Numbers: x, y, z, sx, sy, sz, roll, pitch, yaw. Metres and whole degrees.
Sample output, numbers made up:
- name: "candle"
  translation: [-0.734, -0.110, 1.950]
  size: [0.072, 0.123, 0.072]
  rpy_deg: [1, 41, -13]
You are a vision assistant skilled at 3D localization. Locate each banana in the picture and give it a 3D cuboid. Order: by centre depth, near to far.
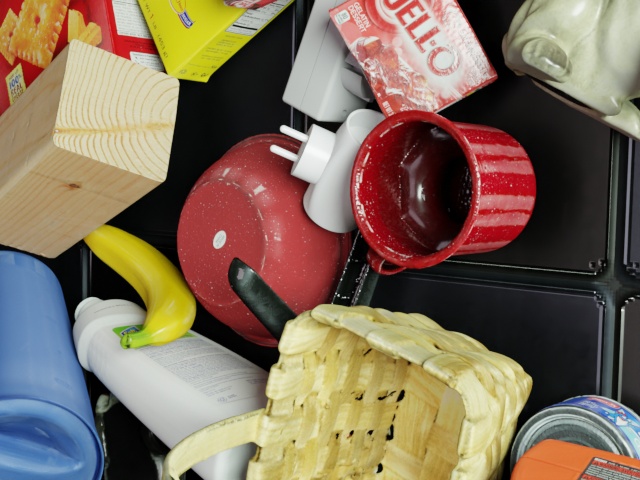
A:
- name: "banana"
  translation: [-0.139, 0.032, 0.843]
  size: [0.037, 0.069, 0.198]
  rpy_deg: [-64, 29, 13]

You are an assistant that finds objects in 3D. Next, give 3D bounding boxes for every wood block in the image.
- name: "wood block"
  translation: [-0.204, -0.064, 0.847]
  size: [0.207, 0.090, 0.090]
  rpy_deg: [-26, 53, 50]

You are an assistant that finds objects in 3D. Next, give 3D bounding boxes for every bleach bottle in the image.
- name: "bleach bottle"
  translation: [-0.110, 0.102, 0.824]
  size: [0.251, 0.102, 0.068]
  rpy_deg: [28, 113, 45]

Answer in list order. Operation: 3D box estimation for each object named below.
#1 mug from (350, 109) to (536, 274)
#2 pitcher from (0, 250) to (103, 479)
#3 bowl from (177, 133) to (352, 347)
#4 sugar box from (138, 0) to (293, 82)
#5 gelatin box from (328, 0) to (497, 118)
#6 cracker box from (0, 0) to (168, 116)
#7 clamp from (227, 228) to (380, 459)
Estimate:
- name: "mug"
  translation: [0.073, -0.023, 0.659]
  size: [0.093, 0.081, 0.117]
  rpy_deg: [49, 121, 27]
- name: "pitcher"
  translation: [-0.260, 0.104, 0.861]
  size: [0.243, 0.144, 0.149]
  rpy_deg: [-120, 37, -55]
- name: "bowl"
  translation: [-0.055, 0.001, 0.787]
  size: [0.162, 0.055, 0.162]
  rpy_deg: [2, 93, 40]
- name: "sugar box"
  translation: [-0.061, -0.204, 0.787]
  size: [0.177, 0.048, 0.093]
  rpy_deg: [-37, 69, 37]
- name: "gelatin box"
  translation: [0.058, -0.122, 0.668]
  size: [0.073, 0.030, 0.089]
  rpy_deg: [-28, 91, 9]
- name: "cracker box"
  translation: [-0.216, -0.212, 0.900]
  size: [0.164, 0.071, 0.214]
  rpy_deg: [-19, 80, 39]
- name: "clamp"
  translation: [0.010, 0.064, 0.718]
  size: [0.039, 0.120, 0.171]
  rpy_deg: [37, 147, 55]
